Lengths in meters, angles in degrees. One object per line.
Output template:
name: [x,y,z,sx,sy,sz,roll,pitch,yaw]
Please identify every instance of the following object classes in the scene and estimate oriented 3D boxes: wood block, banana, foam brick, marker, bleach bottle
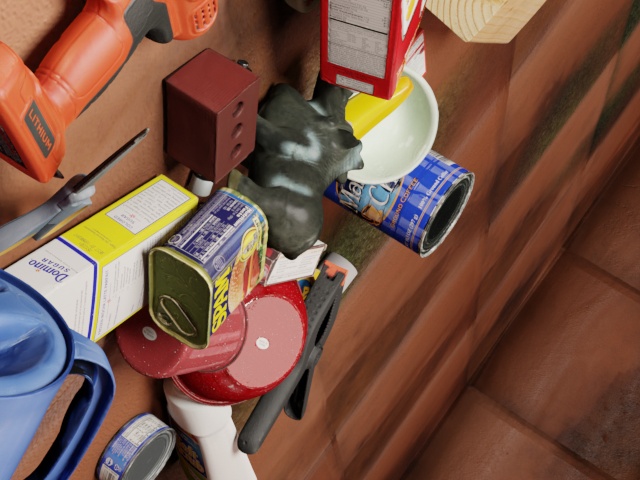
wood block: [0.162,-0.255,1.050,0.090,0.091,0.205,-49,172,20]
banana: [0.012,-0.076,0.975,0.197,0.070,0.037,-58,150,-17]
foam brick: [-0.082,-0.094,0.804,0.052,0.051,0.078,-45,158,-34]
marker: [-0.081,-0.091,0.864,0.020,0.020,0.121,-28,146,-56]
bleach bottle: [-0.125,0.198,1.130,0.068,0.103,0.251,-34,145,-20]

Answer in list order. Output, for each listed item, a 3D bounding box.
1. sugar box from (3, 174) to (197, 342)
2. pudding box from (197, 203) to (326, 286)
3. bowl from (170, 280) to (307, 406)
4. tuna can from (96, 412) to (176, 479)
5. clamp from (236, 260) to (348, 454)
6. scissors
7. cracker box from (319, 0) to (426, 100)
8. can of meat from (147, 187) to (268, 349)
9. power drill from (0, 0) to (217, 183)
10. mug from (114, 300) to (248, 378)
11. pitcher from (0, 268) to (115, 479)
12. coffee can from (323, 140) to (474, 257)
sugar box: [-0.168,0.028,0.795,0.175,0.048,0.093,-35,151,-44]
pudding box: [-0.056,0.001,0.965,0.039,0.090,0.113,-63,161,15]
bowl: [-0.067,0.088,1.010,0.161,0.055,0.162,-11,108,-34]
tuna can: [-0.186,0.217,1.075,0.086,0.034,0.086,-49,160,-25]
clamp: [-0.024,0.124,1.128,0.210,0.036,0.164,-70,166,17]
scissors: [-0.163,-0.019,0.634,0.096,0.016,0.202,-33,-177,-23]
cracker box: [0.051,-0.235,0.805,0.214,0.072,0.164,89,19,-65]
can of meat: [-0.086,0.021,0.826,0.083,0.057,0.102,-50,161,-37]
power drill: [-0.129,-0.137,0.603,0.187,0.057,0.184,-51,161,-20]
mug: [-0.122,0.062,0.919,0.081,0.093,0.117,-4,94,-62]
pitcher: [-0.241,0.138,0.644,0.243,0.149,0.144,-62,173,23]
coffee can: [0.075,-0.061,1.120,0.102,0.140,0.103,-49,160,-25]
